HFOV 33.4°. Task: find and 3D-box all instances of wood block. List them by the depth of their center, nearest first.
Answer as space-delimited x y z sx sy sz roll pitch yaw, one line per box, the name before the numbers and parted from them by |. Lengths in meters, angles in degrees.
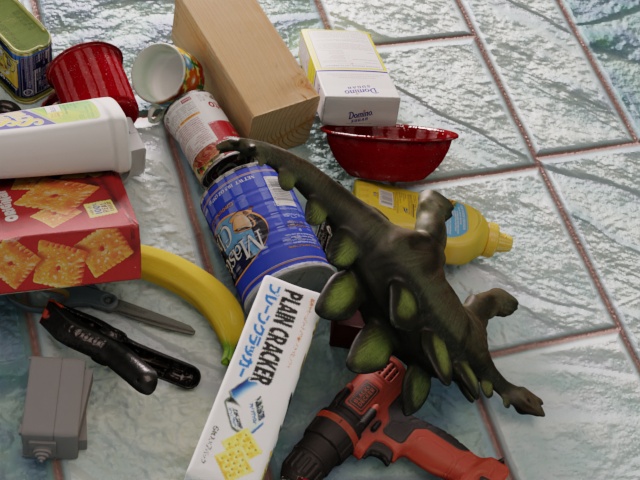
wood block | -0.094 -0.208 1.285 0.090 0.090 0.206 -20 64 -24

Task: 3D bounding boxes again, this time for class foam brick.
foam brick | 0.052 0.085 1.144 0.078 0.051 0.053 10 56 -6

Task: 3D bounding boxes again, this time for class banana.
banana | -0.146 0.051 1.125 0.198 0.037 0.069 36 39 19

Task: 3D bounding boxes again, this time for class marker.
marker | 0.007 -0.020 1.225 0.020 0.020 0.121 17 55 -1

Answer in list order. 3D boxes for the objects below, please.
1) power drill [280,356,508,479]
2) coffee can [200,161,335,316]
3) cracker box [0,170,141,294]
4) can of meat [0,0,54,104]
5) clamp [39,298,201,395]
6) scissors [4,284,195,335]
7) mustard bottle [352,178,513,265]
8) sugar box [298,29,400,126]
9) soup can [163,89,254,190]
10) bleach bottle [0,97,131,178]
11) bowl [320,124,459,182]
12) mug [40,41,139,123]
power drill | 0.076 0.222 1.055 0.188 0.057 0.184 37 57 13
coffee can | -0.058 0.001 1.145 0.102 0.103 0.140 -15 61 -21
cracker box | -0.299 -0.015 1.080 0.213 0.072 0.164 -5 27 -16
can of meat | -0.355 -0.224 1.241 0.057 0.084 0.102 -36 70 -30
clamp | -0.206 0.107 1.046 0.171 0.120 0.039 23 87 8
scissors | -0.230 0.048 1.128 0.201 0.016 0.096 6 56 -9
mustard bottle | 0.127 -0.015 1.221 0.191 0.058 0.096 12 34 -5
sugar box | 0.032 -0.200 1.303 0.093 0.048 0.176 0 39 -11
soup can | -0.130 -0.115 1.228 0.068 0.069 0.102 -22 64 -25
bleach bottle | -0.328 -0.096 1.094 0.250 0.068 0.103 -10 26 -19
bowl | 0.079 -0.102 1.244 0.162 0.055 0.162 3 12 -1
mug | -0.268 -0.162 1.224 0.117 0.093 0.081 -27 68 6
